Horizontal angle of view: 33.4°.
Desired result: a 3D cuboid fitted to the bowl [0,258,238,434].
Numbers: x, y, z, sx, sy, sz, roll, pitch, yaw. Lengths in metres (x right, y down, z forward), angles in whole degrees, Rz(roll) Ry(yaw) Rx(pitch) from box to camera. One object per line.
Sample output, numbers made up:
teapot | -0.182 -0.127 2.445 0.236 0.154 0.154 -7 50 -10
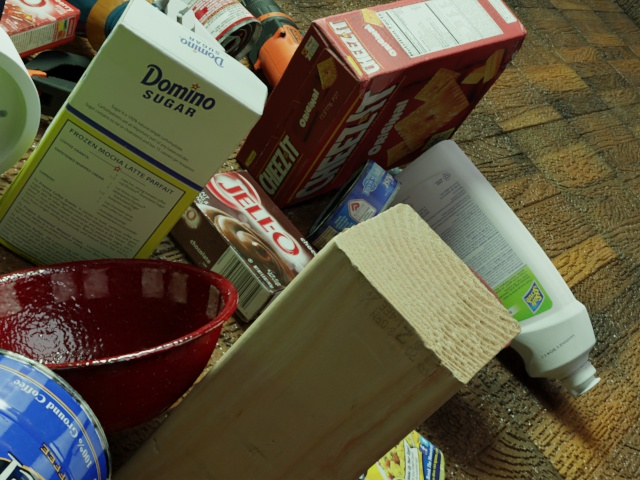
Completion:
bowl | -0.122 0.058 0.558 0.162 0.055 0.162 -2 16 1

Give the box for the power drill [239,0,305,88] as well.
power drill | 0.009 -0.169 1.071 0.187 0.057 0.184 19 30 -33

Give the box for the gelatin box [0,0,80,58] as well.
gelatin box | -0.232 -0.169 0.769 0.089 0.030 0.073 36 39 16

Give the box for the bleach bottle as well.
bleach bottle | 0.154 0.035 0.956 0.251 0.103 0.068 53 20 6

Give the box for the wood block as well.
wood block | -0.008 0.087 0.551 0.090 0.206 0.090 48 29 9

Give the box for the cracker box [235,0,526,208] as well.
cracker box | 0.054 -0.122 0.899 0.213 0.164 0.072 -22 68 -40

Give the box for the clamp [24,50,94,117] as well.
clamp | -0.152 -0.109 0.804 0.120 0.039 0.171 31 27 21

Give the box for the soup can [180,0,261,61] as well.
soup can | -0.111 -0.208 0.965 0.102 0.069 0.068 48 29 10

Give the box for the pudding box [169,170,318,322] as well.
pudding box | -0.055 0.001 0.783 0.113 0.039 0.089 51 29 14

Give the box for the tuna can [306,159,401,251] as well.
tuna can | 0.026 -0.024 0.870 0.033 0.086 0.086 38 29 -5

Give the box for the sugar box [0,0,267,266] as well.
sugar box | -0.117 -0.048 0.628 0.093 0.176 0.048 33 30 -17
